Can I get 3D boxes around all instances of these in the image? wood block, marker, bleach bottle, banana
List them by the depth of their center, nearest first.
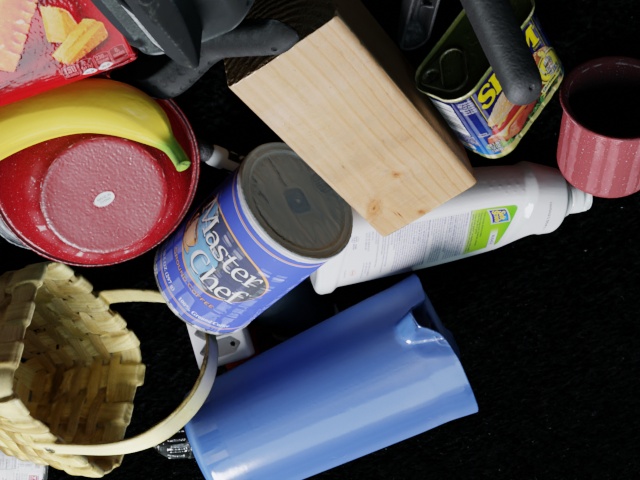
[{"bbox_3d":[-0.187,-0.075,0.730,0.198,0.069,0.037,-5,163,11],"label":"banana"},{"bbox_3d":[0.023,-0.104,0.791,0.090,0.091,0.205,-30,136,18],"label":"wood block"},{"bbox_3d":[-0.064,-0.060,0.872,0.120,0.020,0.020,22,128,-33],"label":"marker"},{"bbox_3d":[0.114,-0.018,0.935,0.250,0.068,0.103,-8,144,-10],"label":"bleach bottle"}]

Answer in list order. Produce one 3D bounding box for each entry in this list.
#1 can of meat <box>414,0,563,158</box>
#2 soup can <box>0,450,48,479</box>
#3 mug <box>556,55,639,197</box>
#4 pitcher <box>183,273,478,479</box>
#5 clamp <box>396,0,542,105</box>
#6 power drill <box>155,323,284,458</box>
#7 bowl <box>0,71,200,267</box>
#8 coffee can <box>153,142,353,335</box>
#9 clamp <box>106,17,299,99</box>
[{"bbox_3d":[0.130,-0.124,0.801,0.102,0.058,0.083,-53,137,-7],"label":"can of meat"},{"bbox_3d":[-0.329,0.220,1.078,0.102,0.068,0.069,3,136,-19],"label":"soup can"},{"bbox_3d":[0.245,-0.096,0.872,0.117,0.093,0.081,-42,151,-23],"label":"mug"},{"bbox_3d":[0.009,0.141,0.950,0.243,0.145,0.149,-24,109,1],"label":"pitcher"},{"bbox_3d":[0.077,-0.199,0.694,0.036,0.165,0.210,-22,113,-16],"label":"clamp"},{"bbox_3d":[-0.074,0.160,1.088,0.184,0.057,0.188,-4,141,-16],"label":"power drill"},{"bbox_3d":[-0.164,-0.043,0.794,0.162,0.055,0.162,-7,117,-15],"label":"bowl"},{"bbox_3d":[-0.056,0.001,0.852,0.102,0.103,0.141,18,142,-31],"label":"coffee can"},{"bbox_3d":[-0.076,-0.137,0.713,0.172,0.120,0.039,-34,128,27],"label":"clamp"}]
